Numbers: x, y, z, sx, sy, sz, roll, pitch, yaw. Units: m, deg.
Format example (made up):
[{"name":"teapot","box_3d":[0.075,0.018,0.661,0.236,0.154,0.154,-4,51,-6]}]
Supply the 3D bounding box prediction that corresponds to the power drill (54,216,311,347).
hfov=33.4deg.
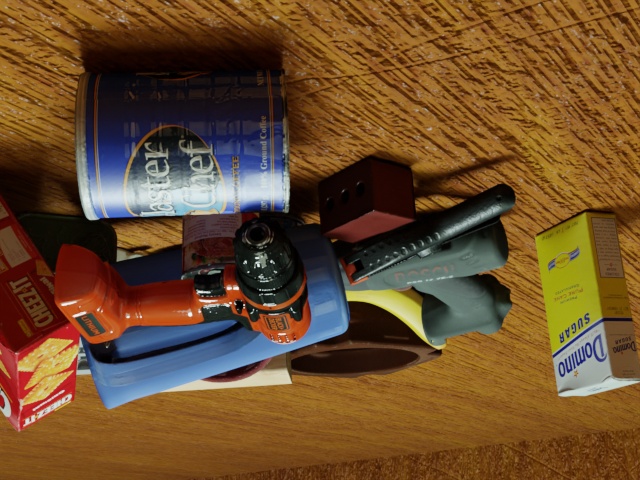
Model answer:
[{"name":"power drill","box_3d":[-0.103,0.035,0.820,0.187,0.057,0.184,0,154,6]}]

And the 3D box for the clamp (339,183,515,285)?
[{"name":"clamp","box_3d":[0.103,-0.005,1.003,0.171,0.039,0.120,-23,168,9]}]

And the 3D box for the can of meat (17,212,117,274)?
[{"name":"can of meat","box_3d":[-0.261,0.015,1.053,0.102,0.057,0.084,5,162,-25]}]

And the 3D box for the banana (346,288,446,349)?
[{"name":"banana","box_3d":[0.072,0.075,1.265,0.197,0.070,0.037,16,-173,-23]}]

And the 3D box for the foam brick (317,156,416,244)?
[{"name":"foam brick","box_3d":[0.041,-0.035,0.955,0.051,0.053,0.078,10,157,-36]}]

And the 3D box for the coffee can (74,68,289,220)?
[{"name":"coffee can","box_3d":[-0.094,-0.068,0.748,0.140,0.103,0.103,-2,162,-4]}]

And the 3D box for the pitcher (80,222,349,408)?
[{"name":"pitcher","box_3d":[-0.099,0.066,0.982,0.242,0.149,0.145,-14,151,-4]}]

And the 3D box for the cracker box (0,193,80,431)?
[{"name":"cracker box","box_3d":[-0.288,0.062,0.957,0.072,0.164,0.214,-30,164,-27]}]

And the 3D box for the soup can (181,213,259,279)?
[{"name":"soup can","box_3d":[-0.085,-0.016,0.910,0.068,0.102,0.068,-3,162,-1]}]

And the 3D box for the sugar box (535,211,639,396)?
[{"name":"sugar box","box_3d":[0.276,0.068,1.109,0.048,0.176,0.093,5,161,-23]}]
